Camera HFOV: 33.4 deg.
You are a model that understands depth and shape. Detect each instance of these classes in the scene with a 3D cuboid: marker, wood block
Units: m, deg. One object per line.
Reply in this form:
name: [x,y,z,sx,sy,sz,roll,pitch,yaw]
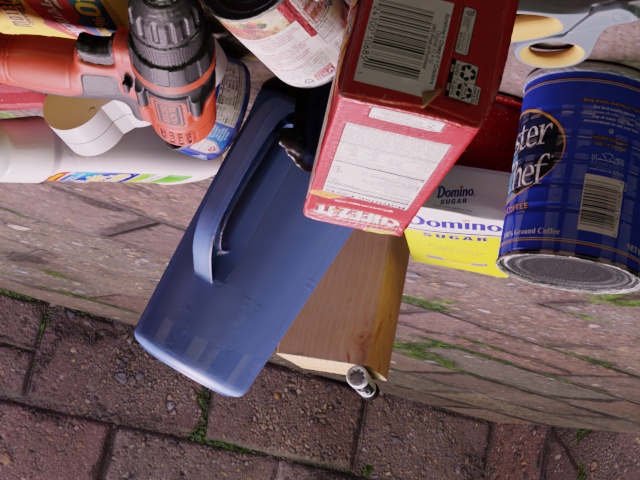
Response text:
marker: [0.040,0.132,0.979,0.020,0.020,0.121,9,167,11]
wood block: [0.032,0.020,1.017,0.091,0.206,0.090,7,167,17]

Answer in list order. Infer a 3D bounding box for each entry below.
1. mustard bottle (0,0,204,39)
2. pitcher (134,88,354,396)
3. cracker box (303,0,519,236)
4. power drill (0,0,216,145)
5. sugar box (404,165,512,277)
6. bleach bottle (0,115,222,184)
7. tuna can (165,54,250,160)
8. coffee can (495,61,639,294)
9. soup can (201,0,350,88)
mustard bottle: [-0.167,-0.169,0.711,0.192,0.058,0.096,7,156,16]
pitcher: [-0.056,0.001,0.892,0.149,0.243,0.145,32,174,-23]
cracker box: [0.048,-0.106,0.559,0.072,0.164,0.214,14,167,-2]
power drill: [-0.156,-0.121,0.657,0.187,0.057,0.184,12,161,2]
sugar box: [0.118,-0.015,0.899,0.093,0.048,0.176,9,168,13]
bleach bottle: [-0.205,-0.079,0.923,0.103,0.068,0.250,-3,-177,41]
tuna can: [-0.090,-0.108,0.847,0.033,0.086,0.086,17,166,-30]
coffee can: [0.187,-0.042,0.761,0.103,0.140,0.103,11,167,2]
soup can: [-0.023,-0.145,0.668,0.069,0.068,0.102,5,166,25]
